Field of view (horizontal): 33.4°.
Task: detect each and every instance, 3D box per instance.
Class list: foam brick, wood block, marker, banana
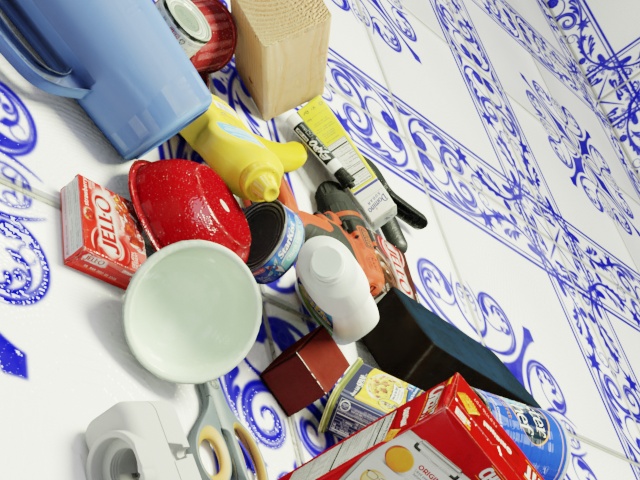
[{"bbox_3d":[-0.015,0.128,1.055,0.051,0.053,0.078,54,26,-1],"label":"foam brick"},{"bbox_3d":[-0.049,-0.238,1.284,0.091,0.090,0.206,61,-10,13],"label":"wood block"},{"bbox_3d":[0.001,-0.111,1.336,0.121,0.020,0.020,49,24,10],"label":"marker"},{"bbox_3d":[-0.066,-0.112,1.280,0.197,0.037,0.070,16,45,-53],"label":"banana"}]

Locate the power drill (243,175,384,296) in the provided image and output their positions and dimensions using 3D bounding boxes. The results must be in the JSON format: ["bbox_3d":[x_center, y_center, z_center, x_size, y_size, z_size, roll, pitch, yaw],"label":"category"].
[{"bbox_3d":[-0.010,-0.031,1.253,0.187,0.057,0.184,28,28,-41],"label":"power drill"}]

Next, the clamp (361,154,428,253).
[{"bbox_3d":[0.085,-0.062,1.479,0.171,0.039,0.120,56,24,4],"label":"clamp"}]

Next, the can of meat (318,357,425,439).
[{"bbox_3d":[0.056,0.172,1.075,0.084,0.057,0.102,23,22,12],"label":"can of meat"}]

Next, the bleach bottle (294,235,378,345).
[{"bbox_3d":[0.010,0.040,1.059,0.102,0.068,0.251,54,-4,13],"label":"bleach bottle"}]

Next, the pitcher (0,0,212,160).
[{"bbox_3d":[-0.221,-0.197,1.028,0.243,0.149,0.145,55,0,-7],"label":"pitcher"}]

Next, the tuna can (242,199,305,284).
[{"bbox_3d":[-0.057,0.001,1.099,0.033,0.086,0.086,35,32,-39],"label":"tuna can"}]

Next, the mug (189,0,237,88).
[{"bbox_3d":[-0.153,-0.219,1.220,0.081,0.093,0.117,-33,121,-60],"label":"mug"}]

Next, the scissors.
[{"bbox_3d":[-0.105,0.136,0.931,0.096,0.016,0.202,-1,59,-60],"label":"scissors"}]

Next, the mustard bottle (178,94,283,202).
[{"bbox_3d":[-0.090,-0.092,1.111,0.096,0.058,0.192,30,11,-40],"label":"mustard bottle"}]

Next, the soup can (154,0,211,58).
[{"bbox_3d":[-0.174,-0.207,1.134,0.068,0.102,0.068,40,29,-28],"label":"soup can"}]

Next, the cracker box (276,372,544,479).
[{"bbox_3d":[0.076,0.232,0.892,0.164,0.214,0.072,51,25,-8],"label":"cracker box"}]

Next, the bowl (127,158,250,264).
[{"bbox_3d":[-0.114,-0.020,1.026,0.162,0.055,0.162,55,14,-22],"label":"bowl"}]

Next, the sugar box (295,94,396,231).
[{"bbox_3d":[0.035,-0.099,1.389,0.176,0.048,0.093,54,0,7],"label":"sugar box"}]

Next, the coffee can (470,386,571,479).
[{"bbox_3d":[0.190,0.221,1.163,0.140,0.103,0.103,22,40,-38],"label":"coffee can"}]

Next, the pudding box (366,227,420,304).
[{"bbox_3d":[0.080,0.047,1.336,0.089,0.039,0.113,33,33,-39],"label":"pudding box"}]

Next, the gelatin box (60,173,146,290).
[{"bbox_3d":[-0.191,-0.006,0.940,0.073,0.030,0.089,30,34,-42],"label":"gelatin box"}]
